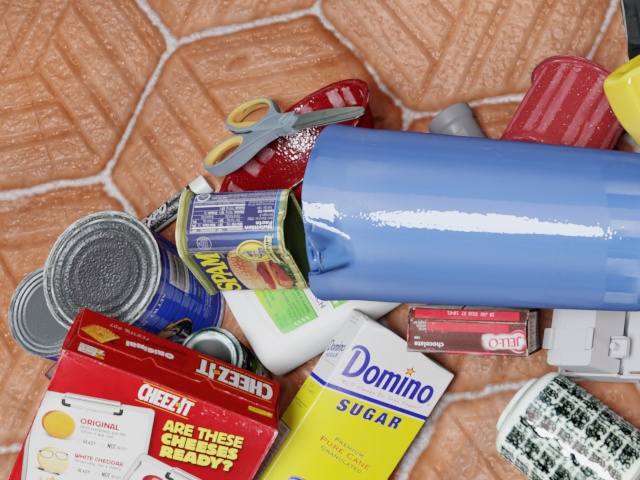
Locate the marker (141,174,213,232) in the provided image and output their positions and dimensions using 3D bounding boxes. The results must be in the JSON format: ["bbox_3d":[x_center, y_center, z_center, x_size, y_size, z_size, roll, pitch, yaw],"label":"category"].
[{"bbox_3d":[-0.151,-0.017,0.979,0.121,0.020,0.020,-36,68,4],"label":"marker"}]

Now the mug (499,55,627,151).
[{"bbox_3d":[0.200,-0.078,0.851,0.093,0.117,0.081,-3,49,56],"label":"mug"}]

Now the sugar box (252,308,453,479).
[{"bbox_3d":[0.019,0.153,0.843,0.093,0.048,0.176,34,88,-19],"label":"sugar box"}]

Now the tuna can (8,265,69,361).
[{"bbox_3d":[-0.238,0.067,0.974,0.086,0.033,0.086,-5,73,15],"label":"tuna can"}]

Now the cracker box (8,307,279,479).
[{"bbox_3d":[-0.146,0.175,0.811,0.164,0.072,0.214,22,115,-11],"label":"cracker box"}]

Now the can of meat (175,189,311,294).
[{"bbox_3d":[-0.055,0.001,0.832,0.084,0.102,0.057,-2,63,13],"label":"can of meat"}]

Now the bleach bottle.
[{"bbox_3d":[0.044,0.008,0.892,0.251,0.068,0.103,-33,67,3],"label":"bleach bottle"}]

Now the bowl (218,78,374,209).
[{"bbox_3d":[-0.009,-0.064,0.905,0.162,0.055,0.162,-34,25,18],"label":"bowl"}]

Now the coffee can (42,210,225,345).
[{"bbox_3d":[-0.152,0.044,0.897,0.103,0.140,0.103,-4,74,15],"label":"coffee can"}]

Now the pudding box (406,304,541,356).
[{"bbox_3d":[0.121,0.069,0.822,0.090,0.113,0.039,2,89,17],"label":"pudding box"}]

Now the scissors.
[{"bbox_3d":[-0.041,-0.085,0.901,0.096,0.016,0.202,-51,28,-9],"label":"scissors"}]

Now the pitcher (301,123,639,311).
[{"bbox_3d":[0.118,-0.018,0.770,0.243,0.145,0.149,4,70,19],"label":"pitcher"}]
